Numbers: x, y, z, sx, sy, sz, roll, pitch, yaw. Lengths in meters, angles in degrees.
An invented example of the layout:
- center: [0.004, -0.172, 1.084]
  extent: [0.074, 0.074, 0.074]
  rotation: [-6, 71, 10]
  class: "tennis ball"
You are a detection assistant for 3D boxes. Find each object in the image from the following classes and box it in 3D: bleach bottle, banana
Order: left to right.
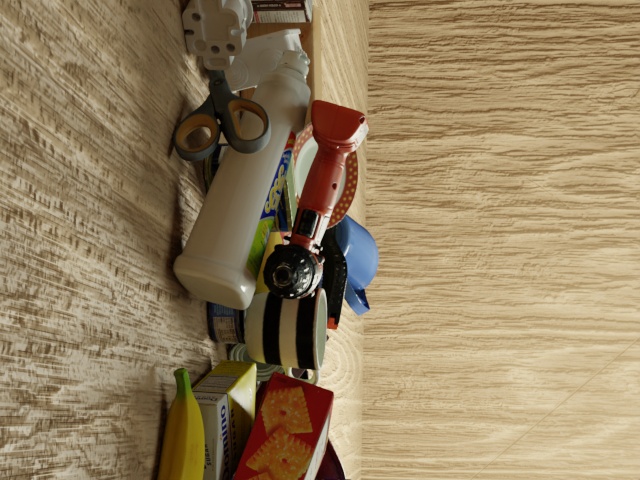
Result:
- center: [-0.125, 0.204, 0.876]
  extent: [0.069, 0.037, 0.197]
  rotation: [59, 26, -43]
  class: "banana"
- center: [-0.061, -0.067, 0.999]
  extent: [0.102, 0.068, 0.250]
  rotation: [76, 31, -71]
  class: "bleach bottle"

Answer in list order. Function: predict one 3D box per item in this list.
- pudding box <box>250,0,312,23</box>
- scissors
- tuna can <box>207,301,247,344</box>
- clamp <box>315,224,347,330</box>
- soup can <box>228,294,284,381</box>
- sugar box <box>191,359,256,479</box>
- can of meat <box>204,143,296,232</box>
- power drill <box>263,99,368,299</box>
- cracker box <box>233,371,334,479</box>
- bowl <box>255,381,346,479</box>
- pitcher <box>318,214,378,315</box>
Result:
- center: [-0.053, -0.302, 1.221]
  extent: [0.039, 0.090, 0.113]
  rotation: [75, 17, -59]
  class: "pudding box"
- center: [-0.109, -0.131, 0.991]
  extent: [0.202, 0.096, 0.016]
  rotation: [52, -18, 46]
  class: "scissors"
- center: [-0.094, 0.066, 1.124]
  extent: [0.086, 0.034, 0.086]
  rotation: [1, 90, -83]
  class: "tuna can"
- center: [-0.012, 0.017, 1.367]
  extent: [0.165, 0.036, 0.210]
  rotation: [-28, -119, 49]
  class: "clamp"
- center: [-0.065, 0.103, 1.226]
  extent: [0.102, 0.068, 0.068]
  rotation: [-80, 168, -52]
  class: "soup can"
- center: [-0.099, 0.180, 1.037]
  extent: [0.176, 0.048, 0.093]
  rotation: [-52, 143, -81]
  class: "sugar box"
- center: [-0.070, -0.054, 1.108]
  extent: [0.057, 0.084, 0.102]
  rotation: [-82, 170, -48]
  class: "can of meat"
- center: [-0.008, -0.035, 1.013]
  extent: [0.184, 0.057, 0.188]
  rotation: [-26, 134, -88]
  class: "power drill"
- center: [-0.055, 0.256, 1.026]
  extent: [0.164, 0.072, 0.213]
  rotation: [97, 14, -61]
  class: "cracker box"
- center: [-0.038, 0.231, 1.235]
  extent: [0.162, 0.055, 0.162]
  rotation: [50, -19, 24]
  class: "bowl"
- center: [0.015, 0.020, 1.625]
  extent: [0.242, 0.149, 0.145]
  rotation: [42, 67, -76]
  class: "pitcher"
